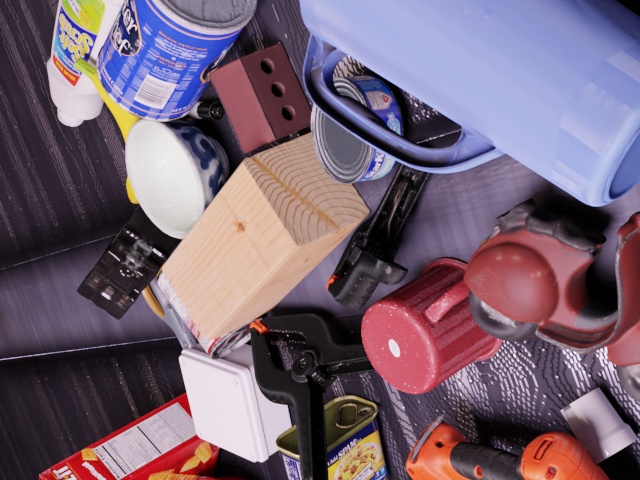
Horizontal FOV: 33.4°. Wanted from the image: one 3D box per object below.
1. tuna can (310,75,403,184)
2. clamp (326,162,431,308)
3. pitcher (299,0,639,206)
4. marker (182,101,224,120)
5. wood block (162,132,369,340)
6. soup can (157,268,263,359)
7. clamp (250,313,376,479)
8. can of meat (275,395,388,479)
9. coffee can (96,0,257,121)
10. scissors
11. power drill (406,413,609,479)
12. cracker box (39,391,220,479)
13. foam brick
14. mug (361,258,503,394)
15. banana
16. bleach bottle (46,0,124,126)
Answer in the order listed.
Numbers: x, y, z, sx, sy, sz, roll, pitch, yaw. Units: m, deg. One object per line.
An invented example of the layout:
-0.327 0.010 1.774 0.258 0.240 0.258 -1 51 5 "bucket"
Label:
0.029 -0.090 0.859 0.086 0.033 0.086 23 118 53 "tuna can"
0.043 0.015 0.869 0.039 0.120 0.172 25 141 -3 "clamp"
0.107 -0.121 0.687 0.243 0.144 0.149 40 148 23 "pitcher"
-0.136 -0.129 1.053 0.121 0.020 0.020 10 118 46 "marker"
-0.057 0.002 0.981 0.091 0.090 0.206 57 142 10 "wood block"
-0.114 0.062 1.099 0.102 0.068 0.069 52 141 15 "soup can"
-0.009 0.131 0.978 0.210 0.164 0.036 22 163 49 "clamp"
0.014 0.209 1.010 0.058 0.101 0.084 12 122 47 "can of meat"
-0.130 -0.186 0.946 0.103 0.102 0.141 56 142 10 "coffee can"
-0.146 0.101 1.201 0.202 0.016 0.096 54 141 12 "scissors"
0.170 0.210 0.844 0.188 0.057 0.184 -1 132 53 "power drill"
-0.217 0.287 1.229 0.072 0.213 0.164 41 137 26 "cracker box"
-0.051 -0.124 0.932 0.051 0.052 0.078 -19 97 52 "foam brick"
0.092 0.065 0.851 0.093 0.081 0.117 53 141 13 "mug"
-0.192 -0.105 1.096 0.070 0.037 0.198 27 146 32 "banana"
-0.230 -0.199 1.089 0.102 0.067 0.251 53 143 16 "bleach bottle"
